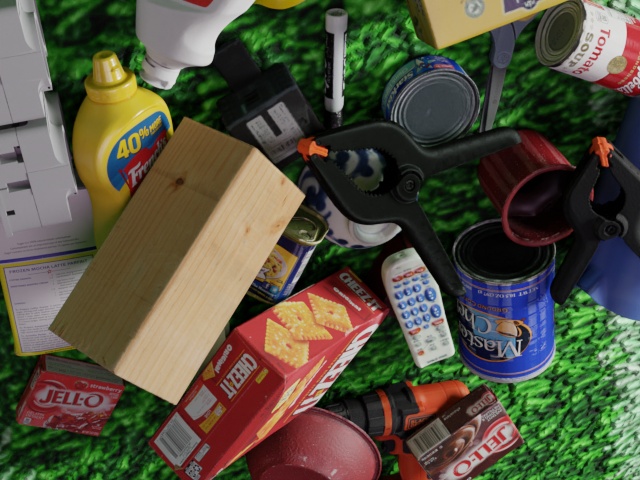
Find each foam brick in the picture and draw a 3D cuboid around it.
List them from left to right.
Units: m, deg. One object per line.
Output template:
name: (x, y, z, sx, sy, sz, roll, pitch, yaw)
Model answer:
foam brick: (0.087, 0.036, 1.080, 0.052, 0.051, 0.078, 13, 121, -26)

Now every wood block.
wood block: (-0.116, 0.016, 0.877, 0.206, 0.091, 0.090, -58, 144, -8)

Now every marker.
marker: (0.013, -0.145, 0.939, 0.020, 0.020, 0.121, -8, 128, -13)

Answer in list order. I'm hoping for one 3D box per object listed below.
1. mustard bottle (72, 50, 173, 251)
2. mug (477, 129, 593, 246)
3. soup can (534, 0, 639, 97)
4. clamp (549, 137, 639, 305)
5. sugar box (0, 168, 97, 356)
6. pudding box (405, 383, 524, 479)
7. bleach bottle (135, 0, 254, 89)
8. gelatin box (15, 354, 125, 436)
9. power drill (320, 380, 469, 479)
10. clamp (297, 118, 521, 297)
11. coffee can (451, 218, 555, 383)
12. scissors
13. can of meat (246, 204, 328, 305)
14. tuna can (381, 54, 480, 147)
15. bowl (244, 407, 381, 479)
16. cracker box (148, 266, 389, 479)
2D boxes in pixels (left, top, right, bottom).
mustard bottle: (-0.162, -0.071, 0.897, 0.096, 0.058, 0.191, -43, 140, -38)
mug: (0.210, -0.048, 1.038, 0.093, 0.081, 0.117, -38, 128, 11)
soup can: (0.254, -0.176, 0.965, 0.102, 0.068, 0.069, 13, 121, -26)
clamp: (0.277, -0.014, 0.990, 0.120, 0.039, 0.171, -4, 123, 0)
sugar box: (-0.243, 0.021, 0.965, 0.093, 0.048, 0.176, -8, 124, -13)
pudding box: (0.162, 0.224, 1.192, 0.113, 0.039, 0.090, -34, 129, 1)
bleach bottle: (-0.069, -0.221, 0.810, 0.102, 0.068, 0.251, 35, 117, 7)
gelatin box: (-0.252, 0.157, 1.074, 0.089, 0.030, 0.073, 16, 119, -28)
power drill: (0.077, 0.247, 1.233, 0.184, 0.057, 0.188, -6, 128, -14)
clamp: (0.074, -0.041, 0.952, 0.209, 0.036, 0.164, 11, 95, -24)
coffee can: (0.191, 0.062, 1.102, 0.102, 0.103, 0.140, -15, 129, -7)
scissors: (0.149, -0.178, 0.962, 0.096, 0.016, 0.202, 10, 122, -23)
can of meat: (-0.056, 0.001, 0.984, 0.102, 0.057, 0.084, 29, 120, 2)
tuna can: (0.100, -0.125, 0.974, 0.086, 0.034, 0.086, -9, 128, -12)
bowl: (-0.017, 0.253, 1.166, 0.162, 0.055, 0.162, 8, 131, 9)
cracker box: (-0.042, 0.126, 1.009, 0.164, 0.072, 0.213, -53, 165, 28)
